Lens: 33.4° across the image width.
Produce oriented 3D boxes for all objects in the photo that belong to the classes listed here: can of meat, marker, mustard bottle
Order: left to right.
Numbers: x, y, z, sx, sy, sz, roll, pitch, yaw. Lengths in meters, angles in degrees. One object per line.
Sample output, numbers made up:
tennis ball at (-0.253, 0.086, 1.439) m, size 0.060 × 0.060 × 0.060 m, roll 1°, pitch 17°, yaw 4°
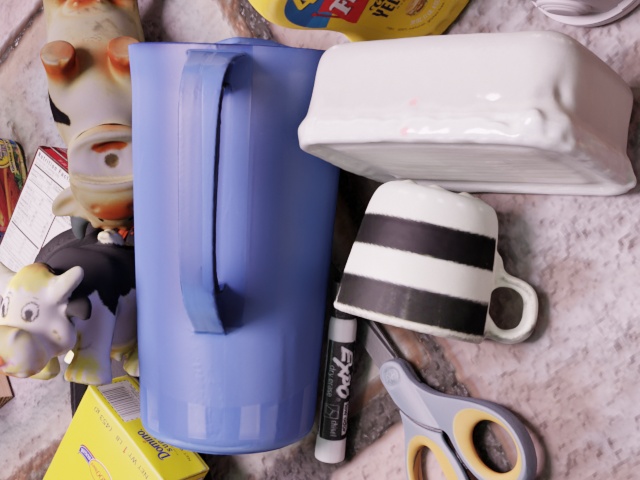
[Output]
can of meat at (-0.284, -0.037, 0.860) m, size 0.058 × 0.083 × 0.102 m, roll -20°, pitch 76°, yaw 35°
mustard bottle at (0.009, -0.155, 0.570) m, size 0.096 × 0.191 × 0.058 m, roll -46°, pitch 62°, yaw 26°
marker at (0.011, 0.077, 0.654) m, size 0.020 × 0.020 × 0.121 m, roll 15°, pitch 106°, yaw 37°

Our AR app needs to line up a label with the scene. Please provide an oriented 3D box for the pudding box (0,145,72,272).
pudding box at (-0.200, -0.004, 0.822) m, size 0.090 × 0.039 × 0.113 m, roll 38°, pitch 108°, yaw 34°

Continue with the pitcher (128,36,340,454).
pitcher at (-0.054, 0.001, 0.639) m, size 0.145 × 0.148 × 0.243 m, roll 10°, pitch 100°, yaw 50°

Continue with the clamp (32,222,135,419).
clamp at (-0.179, 0.057, 0.783) m, size 0.171 × 0.120 × 0.039 m, roll -47°, pitch 38°, yaw 6°

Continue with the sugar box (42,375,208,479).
sugar box at (-0.151, 0.187, 0.733) m, size 0.093 × 0.048 × 0.176 m, roll 45°, pitch 119°, yaw 27°

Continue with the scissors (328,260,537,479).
scissors at (0.062, 0.079, 0.626) m, size 0.096 × 0.016 × 0.202 m, roll -35°, pitch 66°, yaw 37°
